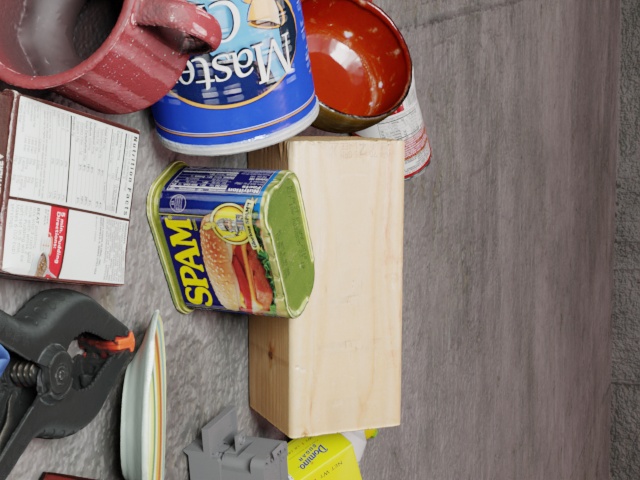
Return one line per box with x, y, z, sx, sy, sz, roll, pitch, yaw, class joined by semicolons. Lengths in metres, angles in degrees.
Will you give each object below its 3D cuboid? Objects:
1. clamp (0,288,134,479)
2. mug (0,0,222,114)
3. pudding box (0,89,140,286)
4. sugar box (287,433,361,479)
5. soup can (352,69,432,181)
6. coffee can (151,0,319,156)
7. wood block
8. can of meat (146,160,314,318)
-0.149;0.059;0.537;0.171;0.039;0.120;-44;138;-66;clamp
-0.103;-0.109;0.525;0.081;0.117;0.093;23;75;-71;mug
-0.140;-0.023;0.547;0.113;0.039;0.090;14;80;-68;pudding box
-0.004;0.235;0.846;0.093;0.048;0.176;-31;126;-21;sugar box
0.059;-0.111;0.961;0.068;0.069;0.102;-63;147;-42;soup can
-0.061;-0.134;0.630;0.102;0.103;0.140;-53;140;-52;coffee can
0.002;0.028;0.781;0.090;0.091;0.206;-3;99;-23;wood block
-0.055;0.001;0.691;0.057;0.084;0.102;-57;144;-49;can of meat
